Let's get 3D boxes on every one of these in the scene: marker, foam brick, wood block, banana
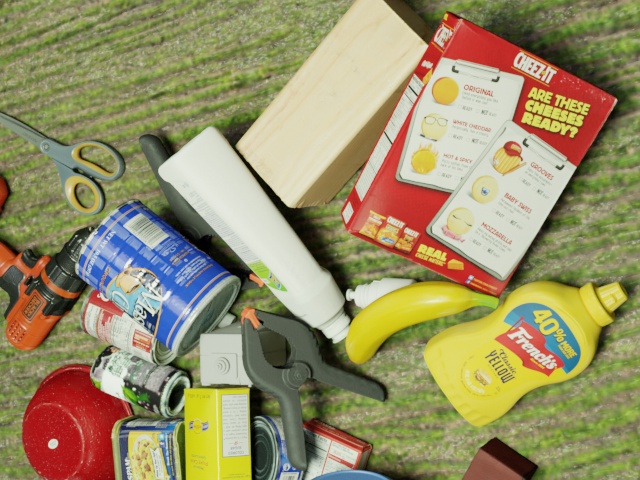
[{"bbox_3d":[-0.150,0.065,1.172,0.121,0.020,0.020,26,105,8],"label":"marker"},{"bbox_3d":[0.164,0.240,1.028,0.051,0.052,0.078,32,105,21],"label":"foam brick"},{"bbox_3d":[0.025,-0.136,1.049,0.090,0.090,0.206,48,111,15],"label":"wood block"},{"bbox_3d":[0.076,0.078,1.023,0.069,0.037,0.198,40,140,-21],"label":"banana"}]

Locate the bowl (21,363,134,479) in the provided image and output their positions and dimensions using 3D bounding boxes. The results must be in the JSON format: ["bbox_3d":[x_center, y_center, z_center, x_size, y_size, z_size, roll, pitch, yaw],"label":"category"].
[{"bbox_3d":[-0.295,0.229,1.247,0.162,0.055,0.162,3,96,27],"label":"bowl"}]

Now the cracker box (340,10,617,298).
[{"bbox_3d":[0.138,-0.075,0.971,0.164,0.072,0.214,24,106,-15],"label":"cracker box"}]

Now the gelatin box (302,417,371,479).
[{"bbox_3d":[0.006,0.241,1.117,0.073,0.030,0.089,21,103,25],"label":"gelatin box"}]

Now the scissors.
[{"bbox_3d":[-0.317,-0.090,1.260,0.202,0.016,0.096,14,99,25],"label":"scissors"}]

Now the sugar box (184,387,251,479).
[{"bbox_3d":[-0.109,0.245,1.131,0.093,0.048,0.176,-15,73,61],"label":"sugar box"}]

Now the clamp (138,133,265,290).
[{"bbox_3d":[-0.139,-0.014,1.163,0.210,0.036,0.165,22,112,22],"label":"clamp"}]

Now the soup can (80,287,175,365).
[{"bbox_3d":[-0.207,0.091,1.189,0.102,0.068,0.068,21,102,23],"label":"soup can"}]

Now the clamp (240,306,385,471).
[{"bbox_3d":[-0.029,0.144,1.069,0.171,0.039,0.120,43,74,-9],"label":"clamp"}]

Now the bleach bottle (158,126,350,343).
[{"bbox_3d":[-0.057,0.001,1.086,0.068,0.103,0.251,-42,99,-13],"label":"bleach bottle"}]

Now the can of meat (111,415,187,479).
[{"bbox_3d":[-0.180,0.248,1.194,0.084,0.057,0.102,-5,91,24],"label":"can of meat"}]

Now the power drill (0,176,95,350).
[{"bbox_3d":[-0.354,0.010,1.261,0.188,0.057,0.185,45,111,16],"label":"power drill"}]

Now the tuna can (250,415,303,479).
[{"bbox_3d":[-0.052,0.226,1.120,0.086,0.033,0.086,-16,71,56],"label":"tuna can"}]

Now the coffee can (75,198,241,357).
[{"bbox_3d":[-0.169,0.039,1.112,0.140,0.102,0.103,38,108,10],"label":"coffee can"}]

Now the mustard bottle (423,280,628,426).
[{"bbox_3d":[0.199,0.093,0.996,0.192,0.058,0.096,-33,95,23],"label":"mustard bottle"}]
